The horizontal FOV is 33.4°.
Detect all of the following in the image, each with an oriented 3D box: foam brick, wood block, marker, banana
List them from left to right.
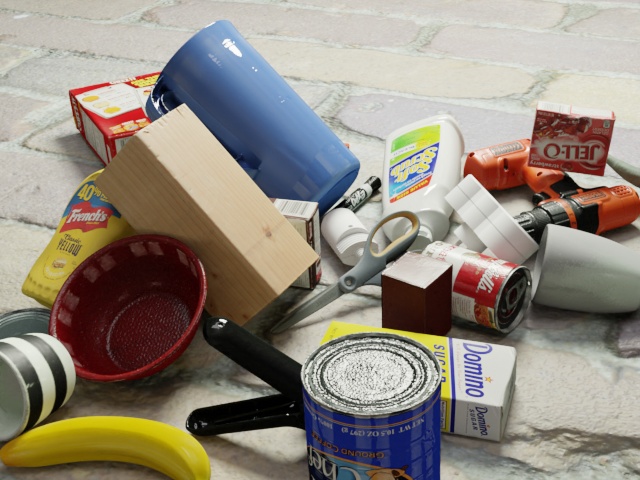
[{"bbox_3d":[-0.170,0.176,0.892,0.198,0.037,0.069,7,30,19],"label":"banana"},{"bbox_3d":[-0.113,-0.021,1.066,0.206,0.090,0.090,49,40,-1],"label":"wood block"},{"bbox_3d":[0.041,-0.049,1.294,0.020,0.020,0.120,14,33,28],"label":"marker"},{"bbox_3d":[0.093,0.059,1.033,0.051,0.078,0.052,19,36,32],"label":"foam brick"}]

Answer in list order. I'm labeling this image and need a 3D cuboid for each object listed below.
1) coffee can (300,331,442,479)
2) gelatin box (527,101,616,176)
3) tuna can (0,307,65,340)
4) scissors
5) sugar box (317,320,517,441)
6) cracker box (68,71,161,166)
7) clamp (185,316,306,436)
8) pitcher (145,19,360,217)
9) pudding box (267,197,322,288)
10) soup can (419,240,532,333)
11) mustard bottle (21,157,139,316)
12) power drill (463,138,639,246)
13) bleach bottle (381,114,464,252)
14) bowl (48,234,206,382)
[{"bbox_3d":[0.040,0.155,0.800,0.103,0.140,0.103,-3,29,1],"label":"coffee can"},{"bbox_3d":[0.286,-0.115,1.219,0.089,0.073,0.030,10,31,11],"label":"gelatin box"},{"bbox_3d":[-0.289,0.102,1.042,0.086,0.034,0.086,-3,29,1],"label":"tuna can"},{"bbox_3d":[0.047,0.053,1.100,0.096,0.016,0.201,42,70,0],"label":"scissors"},{"bbox_3d":[0.082,0.122,0.953,0.176,0.048,0.093,5,30,17],"label":"sugar box"},{"bbox_3d":[-0.240,-0.164,1.483,0.164,0.072,0.214,-15,30,-21],"label":"cracker box"},{"bbox_3d":[-0.013,0.137,0.888,0.210,0.165,0.036,16,51,-9],"label":"clamp"},{"bbox_3d":[-0.078,-0.127,1.246,0.243,0.149,0.145,44,0,9],"label":"pitcher"},{"bbox_3d":[-0.057,0.001,1.142,0.114,0.090,0.039,7,32,17],"label":"pudding box"},{"bbox_3d":[0.150,0.045,1.063,0.102,0.068,0.068,19,36,36],"label":"soup can"},{"bbox_3d":[-0.231,-0.013,1.113,0.096,0.058,0.191,16,73,37],"label":"mustard bottle"},{"bbox_3d":[0.247,-0.051,1.239,0.184,0.057,0.188,-13,33,-23],"label":"power drill"},{"bbox_3d":[0.122,-0.060,1.252,0.103,0.068,0.250,-17,28,14],"label":"bleach bottle"},{"bbox_3d":[-0.175,0.074,1.021,0.162,0.055,0.162,-10,53,14],"label":"bowl"}]
